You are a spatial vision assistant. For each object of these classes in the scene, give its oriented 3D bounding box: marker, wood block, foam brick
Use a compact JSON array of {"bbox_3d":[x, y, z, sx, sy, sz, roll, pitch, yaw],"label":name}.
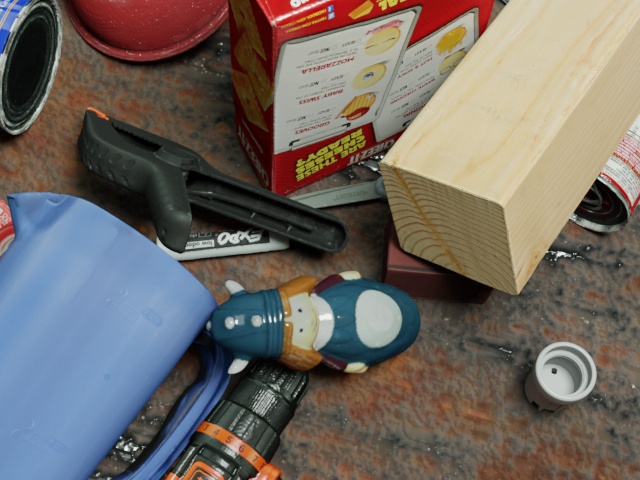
[{"bbox_3d":[-0.055,0.001,0.757,0.121,0.020,0.020,-5,67,-5],"label":"marker"},{"bbox_3d":[0.136,-0.079,0.699,0.090,0.091,0.206,23,61,31],"label":"wood block"},{"bbox_3d":[0.083,0.009,0.744,0.078,0.053,0.051,5,67,-2],"label":"foam brick"}]

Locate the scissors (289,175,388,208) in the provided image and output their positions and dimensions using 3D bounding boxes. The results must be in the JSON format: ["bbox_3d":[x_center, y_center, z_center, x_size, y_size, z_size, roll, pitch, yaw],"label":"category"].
[{"bbox_3d":[0.066,-0.025,0.777,0.201,0.016,0.096,-25,70,-13],"label":"scissors"}]

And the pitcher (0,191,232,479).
[{"bbox_3d":[-0.172,0.104,0.653,0.149,0.145,0.242,29,75,17],"label":"pitcher"}]

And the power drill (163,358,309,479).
[{"bbox_3d":[-0.008,0.179,0.666,0.188,0.057,0.184,31,69,12],"label":"power drill"}]

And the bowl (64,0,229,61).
[{"bbox_3d":[-0.133,-0.219,0.800,0.162,0.055,0.162,-4,76,16],"label":"bowl"}]

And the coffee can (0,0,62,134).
[{"bbox_3d":[-0.271,-0.144,0.763,0.140,0.103,0.102,17,67,4],"label":"coffee can"}]

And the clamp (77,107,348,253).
[{"bbox_3d":[-0.102,-0.040,0.715,0.210,0.164,0.036,28,106,28],"label":"clamp"}]

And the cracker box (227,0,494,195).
[{"bbox_3d":[0.025,-0.132,0.713,0.164,0.214,0.072,-24,69,-13],"label":"cracker box"}]
